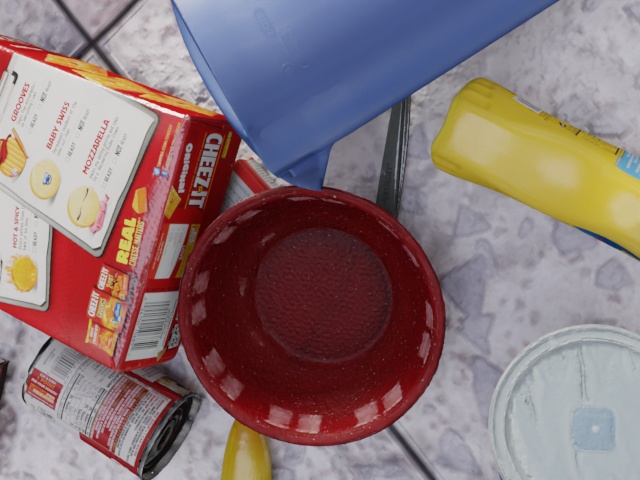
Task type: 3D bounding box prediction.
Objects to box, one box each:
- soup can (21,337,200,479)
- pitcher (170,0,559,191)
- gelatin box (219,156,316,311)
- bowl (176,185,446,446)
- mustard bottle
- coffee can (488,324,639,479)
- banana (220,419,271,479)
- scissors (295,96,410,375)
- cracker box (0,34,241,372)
[{"bbox_3d":[-0.143,0.109,0.727,0.102,0.068,0.068,29,104,13],"label":"soup can"},{"bbox_3d":[0.037,-0.154,0.578,0.243,0.149,0.145,-30,56,0],"label":"pitcher"},{"bbox_3d":[-0.055,0.001,0.706,0.089,0.030,0.073,-44,84,18],"label":"gelatin box"},{"bbox_3d":[-0.003,0.041,0.655,0.162,0.055,0.162,2,103,10],"label":"bowl"},{"bbox_3d":[0.160,-0.027,0.597,0.192,0.096,0.058,27,104,13],"label":"mustard bottle"},{"bbox_3d":[0.144,0.108,0.581,0.103,0.140,0.103,-2,76,9],"label":"coffee can"},{"bbox_3d":[-0.077,0.212,0.734,0.070,0.037,0.198,36,106,10],"label":"banana"},{"bbox_3d":[0.023,0.002,0.688,0.096,0.016,0.202,-6,95,19],"label":"scissors"},{"bbox_3d":[-0.169,-0.033,0.698,0.214,0.072,0.164,23,102,27],"label":"cracker box"}]
